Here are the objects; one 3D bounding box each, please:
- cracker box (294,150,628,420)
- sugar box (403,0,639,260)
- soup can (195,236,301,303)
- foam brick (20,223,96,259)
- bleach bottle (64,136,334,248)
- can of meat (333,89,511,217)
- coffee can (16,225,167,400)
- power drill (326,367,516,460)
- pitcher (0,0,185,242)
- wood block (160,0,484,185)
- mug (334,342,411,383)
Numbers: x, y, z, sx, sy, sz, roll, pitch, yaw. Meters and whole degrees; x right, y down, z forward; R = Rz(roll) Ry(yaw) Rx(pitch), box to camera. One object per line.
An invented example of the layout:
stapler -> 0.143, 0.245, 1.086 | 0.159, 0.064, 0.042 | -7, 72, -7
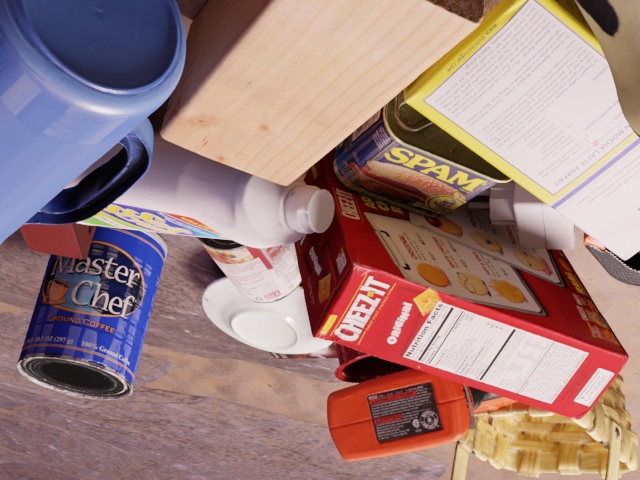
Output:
cracker box -> 0.090, 0.030, 0.763 | 0.213, 0.164, 0.072 | 19, 116, -19
sugar box -> 0.140, -0.069, 0.583 | 0.176, 0.048, 0.093 | 31, 125, -26
soup can -> -0.056, 0.001, 0.869 | 0.069, 0.068, 0.102 | 1, 153, 18
foam brick -> -0.218, -0.026, 0.890 | 0.051, 0.053, 0.078 | 9, 154, 1
bleach bottle -> -0.104, -0.038, 0.743 | 0.251, 0.068, 0.102 | 9, 164, 36
can of meat -> 0.069, -0.061, 0.715 | 0.102, 0.057, 0.084 | 19, 154, -19
coffee can -> -0.202, 0.059, 0.954 | 0.103, 0.140, 0.103 | 8, 153, 4
power drill -> 0.074, 0.128, 0.847 | 0.185, 0.057, 0.187 | -19, 174, 22
pitcher -> -0.175, -0.073, 0.606 | 0.243, 0.149, 0.145 | -25, 99, 45
wood block -> -0.003, -0.119, 0.586 | 0.090, 0.091, 0.206 | 21, 151, -21
mug -> 0.060, 0.074, 0.942 | 0.117, 0.081, 0.093 | 11, 149, -40
